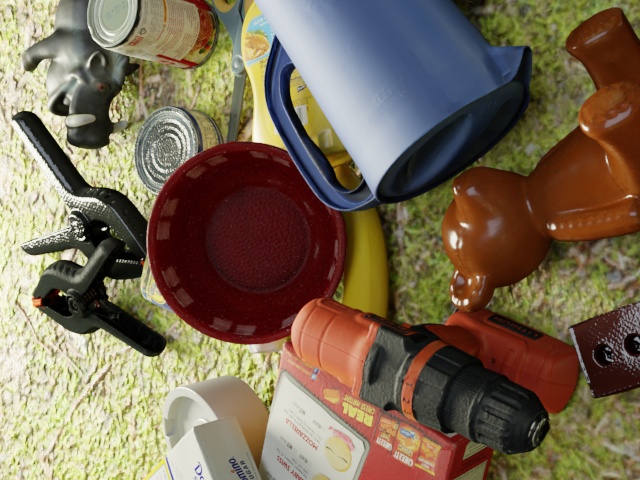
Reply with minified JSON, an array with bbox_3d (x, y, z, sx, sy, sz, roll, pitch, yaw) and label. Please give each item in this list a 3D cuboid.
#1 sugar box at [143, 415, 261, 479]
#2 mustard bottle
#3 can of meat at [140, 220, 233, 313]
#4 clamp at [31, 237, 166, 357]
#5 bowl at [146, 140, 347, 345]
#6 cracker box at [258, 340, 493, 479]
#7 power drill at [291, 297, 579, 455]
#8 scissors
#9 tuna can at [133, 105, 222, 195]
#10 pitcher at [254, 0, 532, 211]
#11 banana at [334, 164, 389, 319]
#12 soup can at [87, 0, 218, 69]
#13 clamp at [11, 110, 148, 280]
[{"bbox_3d":[-0.101,0.218,0.864,0.176,0.048,0.093,-45,62,47],"label":"sugar box"},{"bbox_3d":[-0.020,-0.155,0.892,0.096,0.058,0.191,-14,79,32],"label":"mustard bottle"},{"bbox_3d":[-0.108,0.020,0.949,0.084,0.057,0.102,21,99,39],"label":"can of meat"},{"bbox_3d":[-0.223,0.046,1.022,0.172,0.039,0.120,7,115,37],"label":"clamp"},{"bbox_3d":[-0.056,0.001,0.864,0.162,0.055,0.162,0,93,8],"label":"bowl"},{"bbox_3d":[0.032,0.197,0.803,0.164,0.071,0.214,26,115,36],"label":"cracker box"},{"bbox_3d":[0.099,0.086,0.709,0.185,0.187,0.057,23,99,37],"label":"power drill"},{"bbox_3d":[-0.082,-0.172,0.966,0.096,0.016,0.202,29,104,36],"label":"scissors"},{"bbox_3d":[-0.132,-0.081,0.987,0.086,0.033,0.086,-3,85,36],"label":"tuna can"},{"bbox_3d":[0.026,-0.150,0.792,0.243,0.149,0.145,56,160,17],"label":"pitcher"},{"bbox_3d":[0.025,0.039,0.860,0.070,0.037,0.198,8,92,36],"label":"banana"},{"bbox_3d":[-0.151,-0.197,0.966,0.069,0.102,0.068,-3,85,37],"label":"soup can"},{"bbox_3d":[-0.227,-0.013,1.037,0.210,0.036,0.165,33,133,23],"label":"clamp"}]
